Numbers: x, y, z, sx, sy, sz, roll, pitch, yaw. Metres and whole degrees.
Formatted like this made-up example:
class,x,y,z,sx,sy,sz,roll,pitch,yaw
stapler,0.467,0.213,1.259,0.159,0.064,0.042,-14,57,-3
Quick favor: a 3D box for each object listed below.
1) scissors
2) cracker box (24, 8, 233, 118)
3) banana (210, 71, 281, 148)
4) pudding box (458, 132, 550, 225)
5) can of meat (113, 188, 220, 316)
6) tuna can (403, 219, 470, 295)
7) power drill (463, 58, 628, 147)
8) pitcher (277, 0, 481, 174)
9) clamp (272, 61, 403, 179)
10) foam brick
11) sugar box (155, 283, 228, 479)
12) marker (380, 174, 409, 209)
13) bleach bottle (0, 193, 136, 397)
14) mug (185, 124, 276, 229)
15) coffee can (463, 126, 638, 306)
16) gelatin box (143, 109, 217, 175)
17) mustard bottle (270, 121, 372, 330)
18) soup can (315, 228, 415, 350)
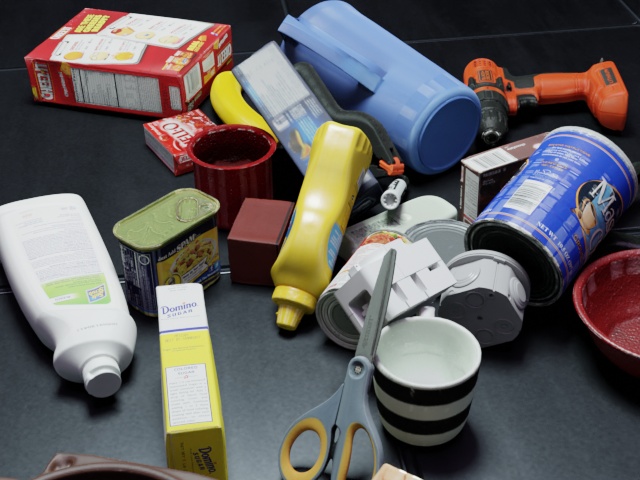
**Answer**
class,x,y,z,sx,sy,sz,roll,pitch,yaw
scissors,0.013,0.108,0.821,0.096,0.016,0.202,-6,74,27
cracker box,-0.240,-0.226,1.366,0.214,0.072,0.164,9,35,15
banana,-0.096,-0.165,1.302,0.069,0.037,0.198,-9,35,-9
pudding box,0.196,-0.052,1.085,0.113,0.090,0.039,-17,36,-20
can of meat,-0.141,0.012,1.008,0.058,0.084,0.101,25,43,33
tuna can,0.120,0.016,1.037,0.086,0.034,0.086,-1,35,0
power drill,0.265,-0.166,1.274,0.187,0.057,0.184,1,35,3
pitcher,0.062,-0.178,1.230,0.149,0.145,0.243,-24,44,-29
clamp,0.018,-0.122,1.169,0.172,0.120,0.039,20,23,27
foam brick,-0.057,0.001,1.048,0.051,0.053,0.078,5,34,9
sugar box,-0.102,0.121,0.842,0.048,0.093,0.176,-4,35,-6
marker,0.079,-0.052,1.114,0.020,0.020,0.121,5,12,9
bleach bottle,-0.233,0.052,0.974,0.102,0.068,0.251,-14,39,-17
mug,-0.092,-0.072,1.128,0.093,0.081,0.117,-3,35,-2
coffee can,0.213,-0.023,0.984,0.103,0.103,0.140,25,57,32
gelatin box,-0.154,-0.116,1.238,0.073,0.030,0.089,-20,39,-24
mustard bottle,-0.004,-0.008,0.996,0.058,0.096,0.191,16,73,5
soup can,0.047,0.044,0.970,0.069,0.068,0.102,15,39,22
